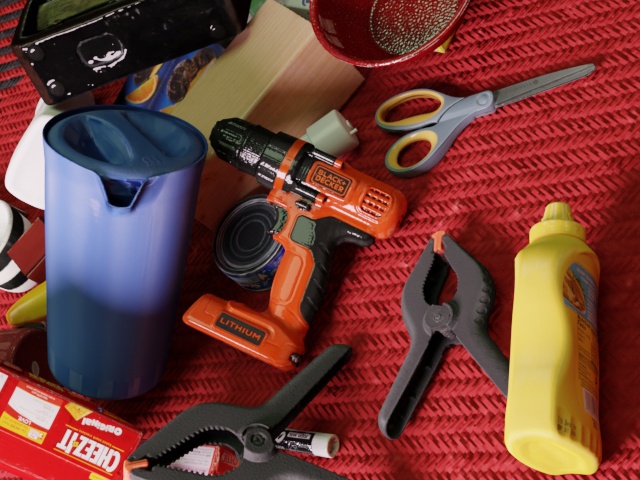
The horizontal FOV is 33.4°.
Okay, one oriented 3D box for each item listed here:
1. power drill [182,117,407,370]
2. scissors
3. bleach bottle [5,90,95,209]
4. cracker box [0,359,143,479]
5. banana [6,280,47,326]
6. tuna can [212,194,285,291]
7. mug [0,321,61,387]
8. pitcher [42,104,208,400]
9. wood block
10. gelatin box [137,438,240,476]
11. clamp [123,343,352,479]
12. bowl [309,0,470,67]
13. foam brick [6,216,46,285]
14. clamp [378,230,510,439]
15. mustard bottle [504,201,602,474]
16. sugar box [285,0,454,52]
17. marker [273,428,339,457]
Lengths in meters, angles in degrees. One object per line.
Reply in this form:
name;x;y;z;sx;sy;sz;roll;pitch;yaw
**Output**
power drill;-0.043;0.002;0.910;0.184;0.057;0.187;25;83;10
scissors;0.133;-0.101;0.920;0.202;0.016;0.096;-1;65;34
bleach bottle;-0.276;-0.129;1.141;0.103;0.068;0.251;-54;21;20
cracker box;-0.246;0.146;0.877;0.072;0.164;0.214;-65;14;-13
banana;-0.226;0.010;1.042;0.198;0.069;0.037;-56;32;-1
tuna can;-0.056;0.001;0.978;0.086;0.033;0.086;-17;56;26
mug;-0.302;0.121;1.049;0.082;0.093;0.117;-8;33;26
pitcher;-0.177;0.008;0.931;0.145;0.149;0.243;28;124;27
wood block;-0.068;-0.114;1.017;0.206;0.090;0.091;-50;48;0
gelatin box;-0.098;0.187;0.872;0.089;0.073;0.030;-3;63;33
clamp;-0.040;0.166;0.803;0.209;0.036;0.165;-13;50;-21
bowl;0.072;-0.215;0.942;0.162;0.055;0.162;-11;67;26
foam brick;-0.264;0.023;1.081;0.053;0.078;0.051;-49;47;-3
clamp;0.091;0.074;0.831;0.120;0.039;0.171;-21;48;18
mustard bottle;0.166;0.060;0.749;0.058;0.096;0.191;-9;59;31
sugar box;0.057;-0.242;1.026;0.176;0.048;0.093;18;76;32
marker;-0.039;0.163;0.882;0.121;0.020;0.020;1;65;35
